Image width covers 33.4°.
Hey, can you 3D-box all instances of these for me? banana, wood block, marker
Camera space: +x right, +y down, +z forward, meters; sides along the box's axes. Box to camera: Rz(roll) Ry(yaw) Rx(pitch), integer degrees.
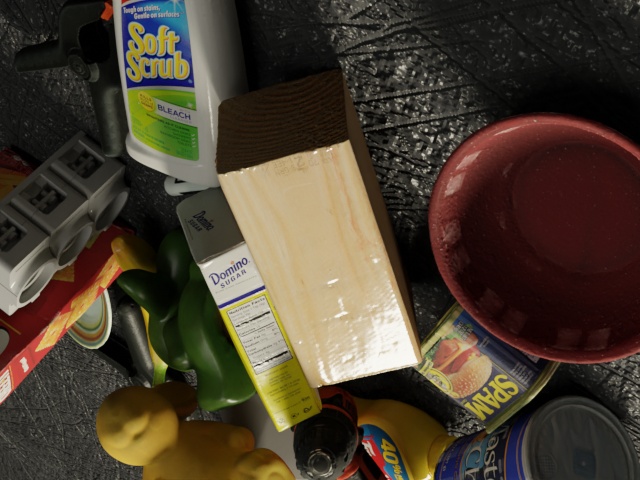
[{"bbox_3d":[-0.167,0.057,1.053,0.037,0.069,0.198,-7,129,3],"label":"banana"},{"bbox_3d":[0.002,-0.004,0.755,0.090,0.091,0.206,-14,129,8],"label":"wood block"},{"bbox_3d":[-0.086,-0.049,0.882,0.121,0.020,0.020,-2,130,46],"label":"marker"}]

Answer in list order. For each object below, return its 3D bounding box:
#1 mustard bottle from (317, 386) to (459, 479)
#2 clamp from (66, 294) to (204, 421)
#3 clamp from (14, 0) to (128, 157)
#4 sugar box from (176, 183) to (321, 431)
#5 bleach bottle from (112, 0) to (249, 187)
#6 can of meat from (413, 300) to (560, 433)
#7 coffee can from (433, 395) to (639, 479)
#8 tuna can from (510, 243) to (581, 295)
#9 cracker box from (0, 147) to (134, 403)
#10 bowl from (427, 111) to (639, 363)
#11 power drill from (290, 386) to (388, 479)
[{"bbox_3d":[0.062,0.190,0.991,0.192,0.058,0.096,2,121,43],"label":"mustard bottle"},{"bbox_3d":[-0.208,0.150,1.231,0.165,0.036,0.210,-7,123,49],"label":"clamp"},{"bbox_3d":[-0.188,-0.148,0.846,0.120,0.039,0.172,34,141,1],"label":"clamp"},{"bbox_3d":[-0.054,0.053,0.815,0.176,0.048,0.093,65,177,-34],"label":"sugar box"},{"bbox_3d":[-0.104,-0.155,0.734,0.103,0.068,0.251,23,142,24],"label":"bleach bottle"},{"bbox_3d":[0.124,0.087,0.807,0.084,0.057,0.102,39,147,6],"label":"can of meat"},{"bbox_3d":[0.167,0.189,0.843,0.103,0.102,0.141,42,148,-4],"label":"coffee can"},{"bbox_3d":[0.151,0.031,0.730,0.086,0.033,0.086,26,145,20],"label":"tuna can"},{"bbox_3d":[-0.308,0.031,1.020,0.164,0.213,0.072,34,147,9],"label":"cracker box"},{"bbox_3d":[0.149,-0.009,0.640,0.162,0.055,0.162,15,123,25],"label":"bowl"},{"bbox_3d":[0.041,0.214,0.871,0.187,0.057,0.184,60,-173,-2],"label":"power drill"}]
